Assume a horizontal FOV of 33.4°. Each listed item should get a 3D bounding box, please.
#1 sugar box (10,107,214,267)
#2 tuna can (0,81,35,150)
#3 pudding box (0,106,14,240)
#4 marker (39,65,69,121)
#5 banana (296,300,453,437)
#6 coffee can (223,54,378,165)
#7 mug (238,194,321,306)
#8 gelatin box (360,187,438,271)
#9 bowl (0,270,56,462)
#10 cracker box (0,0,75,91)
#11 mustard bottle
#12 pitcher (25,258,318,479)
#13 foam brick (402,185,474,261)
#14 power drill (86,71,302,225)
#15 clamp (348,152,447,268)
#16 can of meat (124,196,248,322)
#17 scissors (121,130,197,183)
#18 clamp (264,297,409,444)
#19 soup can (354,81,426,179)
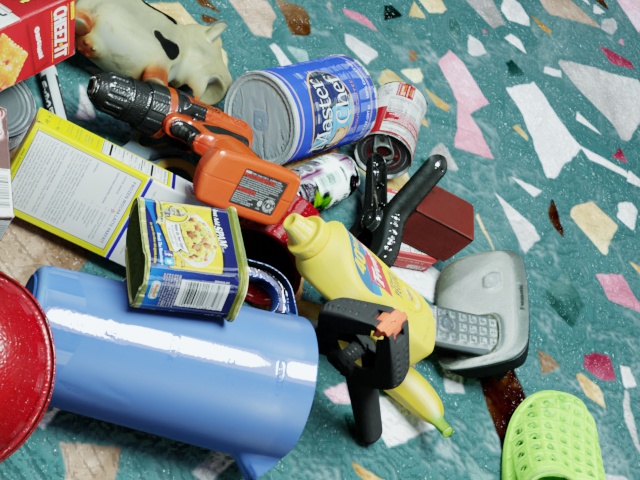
[{"bbox_3d":[-0.194,-0.038,0.966,0.176,0.093,0.048,27,21,-19],"label":"sugar box"},{"bbox_3d":[-0.310,-0.121,0.987,0.086,0.034,0.086,18,51,-24],"label":"tuna can"},{"bbox_3d":[-0.292,-0.046,0.907,0.039,0.090,0.113,7,56,-29],"label":"pudding box"},{"bbox_3d":[-0.263,-0.144,1.048,0.020,0.020,0.121,0,60,-35],"label":"marker"},{"bbox_3d":[0.054,0.118,1.054,0.198,0.070,0.037,38,85,-3],"label":"banana"},{"bbox_3d":[-0.020,-0.141,1.150,0.140,0.103,0.103,-22,73,-47],"label":"coffee can"},{"bbox_3d":[-0.057,0.001,1.050,0.117,0.093,0.081,14,37,19],"label":"mug"},{"bbox_3d":[0.087,-0.013,1.192,0.073,0.030,0.089,11,54,-30],"label":"gelatin box"},{"bbox_3d":[-0.279,0.091,0.777,0.162,0.055,0.162,-2,78,8],"label":"bowl"},{"bbox_3d":[-0.348,-0.181,0.941,0.164,0.072,0.213,27,41,20],"label":"cracker box"},{"bbox_3d":[0.031,0.036,0.998,0.191,0.058,0.096,42,22,-34],"label":"mustard bottle"},{"bbox_3d":[-0.131,0.091,0.896,0.242,0.145,0.149,17,25,-21],"label":"pitcher"},{"bbox_3d":[0.122,-0.023,1.164,0.078,0.051,0.053,27,46,-19],"label":"foam brick"},{"bbox_3d":[-0.115,-0.092,1.003,0.184,0.057,0.188,16,20,-38],"label":"power drill"},{"bbox_3d":[0.071,-0.022,1.118,0.039,0.120,0.171,26,72,-28],"label":"clamp"},{"bbox_3d":[-0.110,0.014,0.861,0.083,0.058,0.102,8,40,-22],"label":"can of meat"},{"bbox_3d":[-0.193,-0.065,1.042,0.201,0.016,0.096,-30,79,-44],"label":"scissors"},{"bbox_3d":[0.032,0.109,0.956,0.036,0.210,0.164,-42,94,-28],"label":"clamp"},{"bbox_3d":[0.083,-0.130,1.246,0.068,0.069,0.102,31,46,-13],"label":"soup can"}]
